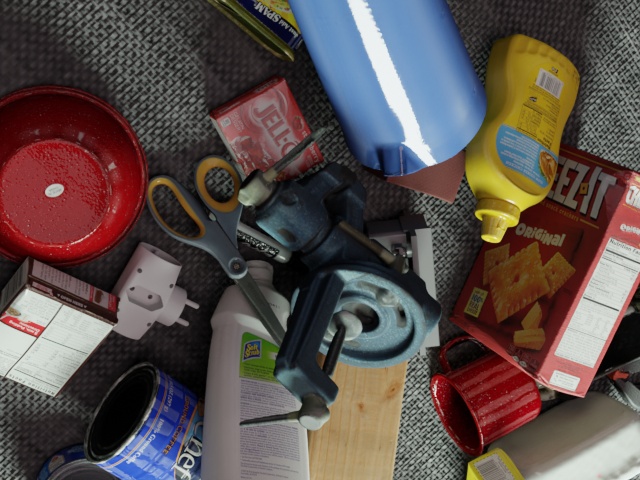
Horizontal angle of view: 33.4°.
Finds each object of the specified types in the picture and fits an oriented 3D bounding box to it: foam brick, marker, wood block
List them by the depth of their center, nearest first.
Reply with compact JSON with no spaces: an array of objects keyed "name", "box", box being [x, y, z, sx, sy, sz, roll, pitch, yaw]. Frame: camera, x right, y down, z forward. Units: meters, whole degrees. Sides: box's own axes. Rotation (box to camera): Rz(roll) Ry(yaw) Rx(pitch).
[{"name":"marker","box":[-0.057,0.001,0.997,0.121,0.020,0.020,28,95,-26]},{"name":"wood block","box":[0.011,0.202,1.010,0.090,0.091,0.206,12,81,-24]},{"name":"foam brick","box":[0.092,-0.075,1.013,0.078,0.051,0.053,17,99,-25]}]

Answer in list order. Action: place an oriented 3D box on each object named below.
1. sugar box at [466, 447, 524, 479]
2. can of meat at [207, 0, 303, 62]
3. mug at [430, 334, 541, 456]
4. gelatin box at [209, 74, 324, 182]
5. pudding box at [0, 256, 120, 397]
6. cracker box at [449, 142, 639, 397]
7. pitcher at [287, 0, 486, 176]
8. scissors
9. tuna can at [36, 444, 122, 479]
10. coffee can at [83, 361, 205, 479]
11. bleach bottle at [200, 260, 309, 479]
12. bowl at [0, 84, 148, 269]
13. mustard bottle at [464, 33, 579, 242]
[{"name":"sugar box","box":[0.187,0.299,1.108,0.048,0.093,0.176,-21,142,-15]},{"name":"can of meat","box":[-0.042,-0.218,0.913,0.102,0.057,0.084,36,89,-28]},{"name":"mug","box":[0.167,0.152,1.104,0.081,0.093,0.117,-24,77,-18]},{"name":"gelatin box","box":[-0.048,-0.094,0.964,0.073,0.030,0.089,-31,115,-10]},{"name":"pudding box","box":[-0.239,0.077,0.918,0.090,0.039,0.114,27,123,-27]},{"name":"cracker box","box":[0.229,0.019,1.034,0.072,0.164,0.214,19,99,-28]},{"name":"pitcher","box":[0.047,-0.185,0.877,0.145,0.149,0.242,-36,140,-5]},{"name":"scissors","box":[-0.068,0.005,0.952,0.202,0.016,0.096,42,74,-1]},{"name":"tuna can","box":[-0.223,0.235,0.999,0.086,0.034,0.086,-6,109,-19]},{"name":"coffee can","box":[-0.130,0.191,0.982,0.140,0.103,0.103,39,90,-27]},{"name":"bleach bottle","box":[-0.054,0.140,0.955,0.102,0.068,0.251,18,60,-34]},{"name":"bowl","box":[-0.222,-0.045,0.888,0.162,0.055,0.162,-4,107,-13]},{"name":"mustard bottle","box":[0.183,-0.089,1.004,0.096,0.058,0.191,26,73,-32]}]
